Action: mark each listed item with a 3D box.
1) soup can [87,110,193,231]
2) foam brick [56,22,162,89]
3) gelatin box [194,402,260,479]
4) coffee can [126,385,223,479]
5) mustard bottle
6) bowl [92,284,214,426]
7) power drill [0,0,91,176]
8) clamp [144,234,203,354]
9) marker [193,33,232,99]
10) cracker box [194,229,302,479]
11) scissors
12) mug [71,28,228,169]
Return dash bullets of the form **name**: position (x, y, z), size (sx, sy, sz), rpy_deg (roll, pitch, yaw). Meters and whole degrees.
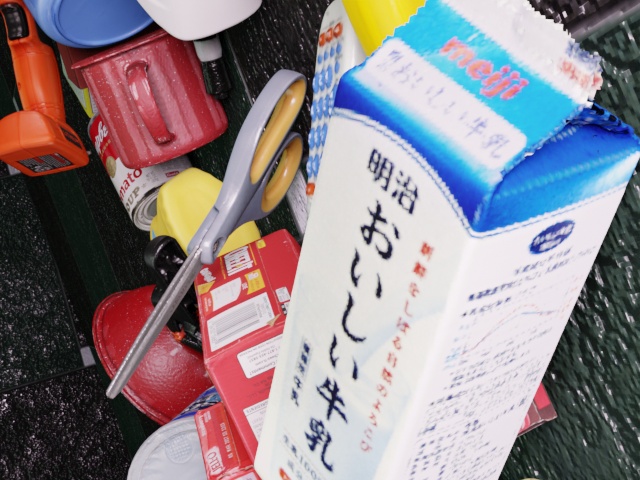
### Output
- **soup can**: position (-0.150, -0.067, 0.920), size (0.102, 0.068, 0.068), rpy_deg (59, 160, 26)
- **foam brick**: position (-0.167, -0.159, 0.850), size (0.051, 0.078, 0.053), rpy_deg (-140, 34, -62)
- **gelatin box**: position (-0.041, 0.147, 0.622), size (0.073, 0.030, 0.089), rpy_deg (-119, 5, -64)
- **coffee can**: position (-0.067, 0.160, 0.752), size (0.140, 0.103, 0.103), rpy_deg (-22, -89, -82)
- **mustard bottle**: position (-0.099, 0.011, 0.869), size (0.096, 0.058, 0.192), rpy_deg (51, 161, 3)
- **bowl**: position (-0.121, 0.093, 0.951), size (0.055, 0.161, 0.162), rpy_deg (-45, 59, 25)
- **power drill**: position (-0.241, -0.155, 0.858), size (0.184, 0.057, 0.187), rpy_deg (53, -153, -79)
- **clamp**: position (-0.073, 0.068, 0.802), size (0.164, 0.036, 0.210), rpy_deg (40, 163, -5)
- **marker**: position (-0.080, -0.151, 0.701), size (0.020, 0.020, 0.121), rpy_deg (34, 141, 61)
- **cracker box**: position (0.003, 0.116, 0.601), size (0.164, 0.072, 0.213), rpy_deg (-122, 9, -74)
- **scissors**: position (-0.054, 0.001, 0.585), size (0.016, 0.201, 0.096), rpy_deg (23, 169, 16)
- **mug**: position (-0.114, -0.099, 0.738), size (0.117, 0.093, 0.081), rpy_deg (-117, 5, -75)
